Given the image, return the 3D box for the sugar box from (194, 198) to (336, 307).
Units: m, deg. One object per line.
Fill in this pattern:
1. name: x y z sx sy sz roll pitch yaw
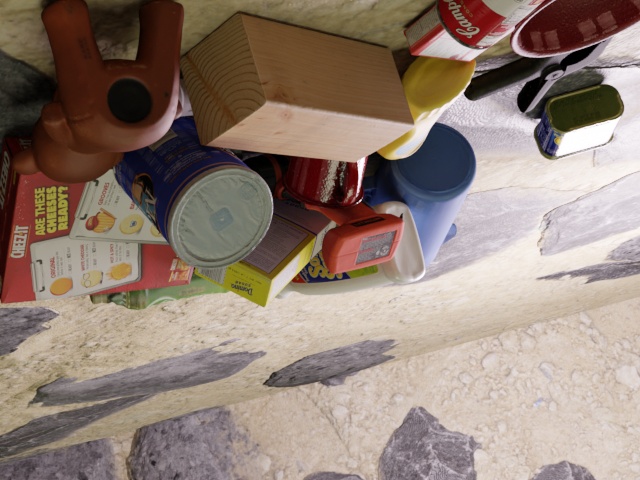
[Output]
1. sugar box: -0.058 0.002 1.210 0.176 0.093 0.048 -43 154 -54

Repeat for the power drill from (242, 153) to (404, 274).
1. power drill: -0.012 -0.040 1.195 0.184 0.188 0.057 -14 134 -35

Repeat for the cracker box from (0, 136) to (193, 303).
1. cracker box: -0.225 -0.027 1.105 0.213 0.072 0.164 -5 129 -33

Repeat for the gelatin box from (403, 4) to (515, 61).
1. gelatin box: 0.137 -0.206 1.029 0.089 0.030 0.073 -2 159 -40

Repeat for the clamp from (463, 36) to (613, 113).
1. clamp: 0.240 -0.192 1.163 0.120 0.039 0.172 -8 158 -40

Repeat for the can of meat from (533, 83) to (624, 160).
1. can of meat: 0.330 -0.152 1.360 0.102 0.057 0.084 -16 162 -2

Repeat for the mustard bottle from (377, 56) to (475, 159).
1. mustard bottle: 0.099 -0.137 1.157 0.096 0.058 0.192 -45 176 -21

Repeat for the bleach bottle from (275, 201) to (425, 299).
1. bleach bottle: 0.008 0.029 1.328 0.251 0.102 0.067 -19 171 41

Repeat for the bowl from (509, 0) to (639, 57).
1. bowl: 0.244 -0.232 0.988 0.162 0.055 0.162 -16 166 -4

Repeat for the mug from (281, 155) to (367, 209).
1. mug: 0.013 -0.086 1.146 0.093 0.117 0.081 -2 126 -21

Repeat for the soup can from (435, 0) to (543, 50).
1. soup can: 0.157 -0.220 0.926 0.068 0.068 0.102 -6 161 -33

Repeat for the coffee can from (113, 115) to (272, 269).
1. coffee can: -0.122 -0.050 1.001 0.102 0.140 0.103 -17 126 -25

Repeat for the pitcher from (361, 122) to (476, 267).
1. pitcher: 0.108 -0.054 1.374 0.149 0.145 0.243 -40 169 -20

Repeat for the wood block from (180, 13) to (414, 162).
1. wood block: -0.018 -0.137 1.004 0.090 0.091 0.205 -28 160 39
